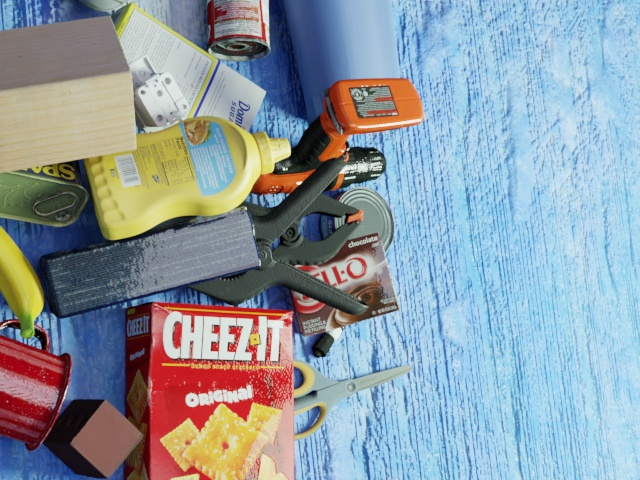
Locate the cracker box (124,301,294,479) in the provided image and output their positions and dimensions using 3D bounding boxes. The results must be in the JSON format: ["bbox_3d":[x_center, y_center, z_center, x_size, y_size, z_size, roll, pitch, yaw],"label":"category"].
[{"bbox_3d":[-0.108,0.173,1.064,0.163,0.072,0.214,6,78,-33],"label":"cracker box"}]

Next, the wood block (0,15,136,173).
[{"bbox_3d":[-0.270,-0.120,0.917,0.205,0.090,0.091,-12,49,-17],"label":"wood block"}]

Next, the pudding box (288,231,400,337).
[{"bbox_3d":[0.021,0.048,1.170,0.113,0.039,0.090,-16,91,-6],"label":"pudding box"}]

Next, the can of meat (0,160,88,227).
[{"bbox_3d":[-0.272,-0.067,0.986,0.101,0.058,0.084,11,43,-33],"label":"can of meat"}]

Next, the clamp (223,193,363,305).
[{"bbox_3d":[-0.038,0.004,1.133,0.171,0.039,0.120,-5,94,-4],"label":"clamp"}]

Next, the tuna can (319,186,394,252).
[{"bbox_3d":[0.042,-0.017,1.227,0.086,0.034,0.086,7,78,-34],"label":"tuna can"}]

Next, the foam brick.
[{"bbox_3d":[-0.213,0.183,0.987,0.051,0.078,0.053,50,58,-19],"label":"foam brick"}]

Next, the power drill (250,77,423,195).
[{"bbox_3d":[0.029,-0.105,1.142,0.184,0.188,0.057,-10,72,-33],"label":"power drill"}]

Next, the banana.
[{"bbox_3d":[-0.308,-0.001,0.965,0.037,0.069,0.198,-38,94,0],"label":"banana"}]

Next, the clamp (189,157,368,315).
[{"bbox_3d":[-0.057,0.001,1.091,0.210,0.036,0.164,-3,98,-5],"label":"clamp"}]

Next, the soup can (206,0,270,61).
[{"bbox_3d":[-0.090,-0.254,1.158,0.068,0.069,0.102,4,79,-34],"label":"soup can"}]

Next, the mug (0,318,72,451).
[{"bbox_3d":[-0.277,0.120,0.953,0.081,0.093,0.117,25,49,-24],"label":"mug"}]

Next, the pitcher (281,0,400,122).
[{"bbox_3d":[0.026,-0.256,1.212,0.149,0.145,0.243,-10,91,-24],"label":"pitcher"}]

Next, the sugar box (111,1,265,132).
[{"bbox_3d":[-0.151,-0.160,1.112,0.176,0.048,0.093,33,69,-29],"label":"sugar box"}]

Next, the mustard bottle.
[{"bbox_3d":[-0.121,-0.068,1.002,0.191,0.058,0.096,-14,68,-13],"label":"mustard bottle"}]

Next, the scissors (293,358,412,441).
[{"bbox_3d":[0.017,0.150,1.190,0.201,0.016,0.096,-30,99,-35],"label":"scissors"}]

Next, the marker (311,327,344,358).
[{"bbox_3d":[0.026,0.085,1.206,0.020,0.020,0.121,48,59,-18],"label":"marker"}]
